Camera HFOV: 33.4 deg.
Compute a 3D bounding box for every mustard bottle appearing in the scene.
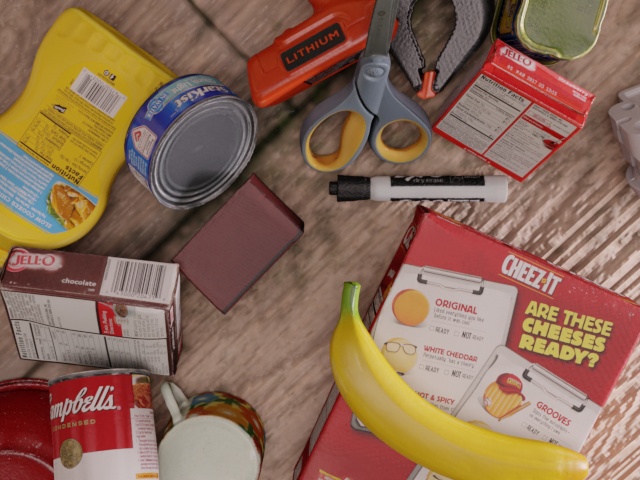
[{"bbox_3d":[-0.179,-0.052,0.709,0.096,0.058,0.192,35,98,-14],"label":"mustard bottle"}]

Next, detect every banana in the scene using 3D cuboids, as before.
[{"bbox_3d":[0.075,0.110,0.670,0.198,0.037,0.070,38,97,-5],"label":"banana"}]

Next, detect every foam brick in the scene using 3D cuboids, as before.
[{"bbox_3d":[-0.055,0.001,0.720,0.051,0.053,0.078,43,96,-6],"label":"foam brick"}]

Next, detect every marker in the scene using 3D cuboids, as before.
[{"bbox_3d":[0.066,-0.035,0.729,0.121,0.020,0.020,0,99,1],"label":"marker"}]

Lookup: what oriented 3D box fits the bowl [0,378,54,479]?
[{"bbox_3d":[-0.210,0.182,0.750,0.162,0.055,0.162,0,99,1],"label":"bowl"}]

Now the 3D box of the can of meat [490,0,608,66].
[{"bbox_3d":[0.150,-0.163,0.675,0.057,0.084,0.102,13,99,-2],"label":"can of meat"}]

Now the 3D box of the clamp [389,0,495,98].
[{"bbox_3d":[0.085,-0.180,0.692,0.120,0.039,0.171,-3,102,20],"label":"clamp"}]

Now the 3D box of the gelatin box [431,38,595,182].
[{"bbox_3d":[0.122,-0.082,0.687,0.073,0.089,0.030,29,64,-4],"label":"gelatin box"}]

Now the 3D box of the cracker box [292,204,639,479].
[{"bbox_3d":[0.096,0.105,0.726,0.164,0.072,0.214,24,98,-4],"label":"cracker box"}]

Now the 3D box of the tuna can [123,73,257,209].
[{"bbox_3d":[-0.084,-0.064,0.693,0.034,0.086,0.086,41,99,30],"label":"tuna can"}]

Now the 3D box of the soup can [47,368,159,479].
[{"bbox_3d":[-0.142,0.140,0.703,0.068,0.068,0.102,-7,75,2],"label":"soup can"}]

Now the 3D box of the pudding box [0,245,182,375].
[{"bbox_3d":[-0.150,0.049,0.713,0.113,0.039,0.090,8,143,1],"label":"pudding box"}]

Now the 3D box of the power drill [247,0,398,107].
[{"bbox_3d":[-0.048,-0.183,0.678,0.184,0.057,0.187,-26,92,13],"label":"power drill"}]

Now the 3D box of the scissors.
[{"bbox_3d":[0.048,-0.101,0.658,0.096,0.202,0.016,8,57,-20],"label":"scissors"}]
